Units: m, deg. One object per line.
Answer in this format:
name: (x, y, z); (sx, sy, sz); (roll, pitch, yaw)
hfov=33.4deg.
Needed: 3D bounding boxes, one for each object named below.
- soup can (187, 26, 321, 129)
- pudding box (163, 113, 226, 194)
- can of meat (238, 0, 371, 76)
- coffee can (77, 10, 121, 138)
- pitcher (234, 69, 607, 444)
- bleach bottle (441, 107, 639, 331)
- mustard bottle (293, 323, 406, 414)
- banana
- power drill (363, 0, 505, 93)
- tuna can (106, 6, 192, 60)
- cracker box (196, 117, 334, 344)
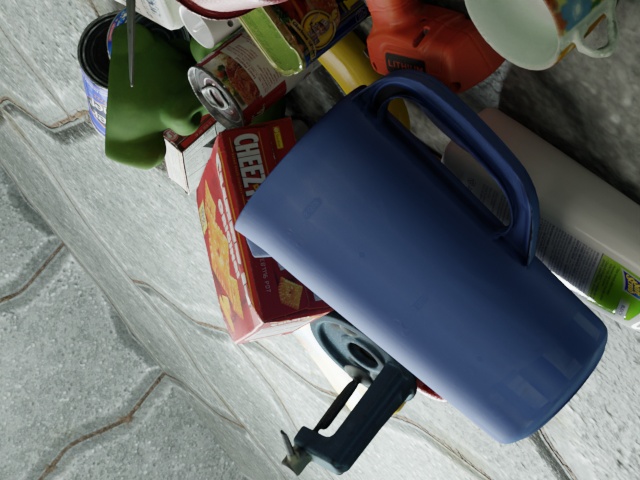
soup can: (-0.052, -0.148, 0.904); (0.068, 0.102, 0.068); (42, 161, 18)
pudding box: (-0.130, -0.111, 1.183); (0.039, 0.090, 0.113); (43, 162, 15)
can of meat: (-0.018, -0.184, 0.781); (0.102, 0.083, 0.058); (54, 162, -16)
coffee can: (-0.219, -0.182, 1.221); (0.103, 0.102, 0.140); (45, 162, 10)
pitcher: (0.076, 0.013, 0.715); (0.243, 0.145, 0.149); (42, 166, 3)
bleach bottle: (0.195, 0.011, 0.730); (0.251, 0.068, 0.102); (38, 157, 24)
mustard bottle: (0.016, 0.107, 1.160); (0.191, 0.058, 0.096); (53, 152, -14)
banana: (0.014, -0.139, 0.837); (0.037, 0.069, 0.198); (-39, 85, 35)
power drill: (0.054, -0.185, 0.661); (0.185, 0.057, 0.187); (30, 152, 53)
tuna can: (-0.175, -0.203, 1.103); (0.034, 0.086, 0.086); (17, 144, 56)
cracker box: (-0.056, 0.001, 0.953); (0.214, 0.072, 0.164); (137, 120, -75)
